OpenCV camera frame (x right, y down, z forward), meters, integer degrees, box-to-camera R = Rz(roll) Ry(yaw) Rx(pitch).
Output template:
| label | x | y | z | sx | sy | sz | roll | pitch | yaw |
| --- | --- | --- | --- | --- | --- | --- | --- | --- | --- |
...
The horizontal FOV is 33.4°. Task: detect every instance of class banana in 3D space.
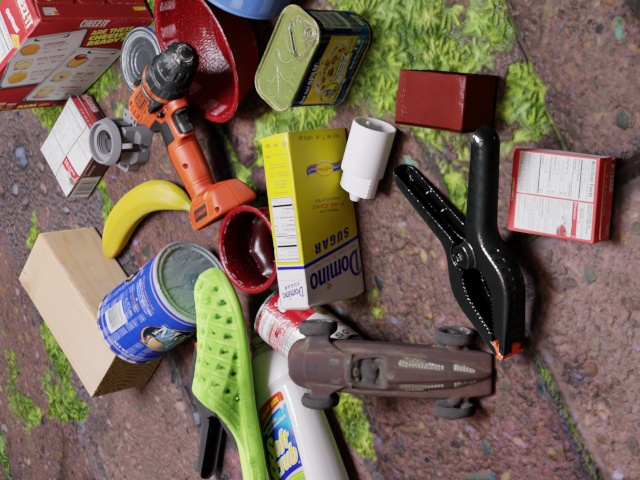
| label | x | y | z | sx | sy | sz | roll | pitch | yaw |
| --- | --- | --- | --- | --- | --- | --- | --- | --- | --- |
| banana | -0.224 | -0.032 | 1.331 | 0.198 | 0.037 | 0.069 | -21 | 81 | 44 |

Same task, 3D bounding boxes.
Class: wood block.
| label | x | y | z | sx | sy | sz | roll | pitch | yaw |
| --- | --- | --- | --- | --- | --- | --- | --- | --- | --- |
| wood block | -0.294 | 0.090 | 1.385 | 0.206 | 0.090 | 0.091 | 51 | 128 | 25 |

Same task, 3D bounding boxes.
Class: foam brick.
| label | x | y | z | sx | sy | sz | roll | pitch | yaw |
| --- | --- | --- | --- | --- | --- | --- | --- | --- | --- |
| foam brick | 0.115 | -0.129 | 0.978 | 0.078 | 0.052 | 0.051 | 14 | 107 | 41 |

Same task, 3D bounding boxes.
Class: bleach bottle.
| label | x | y | z | sx | sy | sz | roll | pitch | yaw |
| --- | --- | --- | --- | --- | --- | --- | --- | --- | --- |
| bleach bottle | -0.030 | 0.218 | 1.174 | 0.103 | 0.067 | 0.251 | -33 | 71 | 48 |

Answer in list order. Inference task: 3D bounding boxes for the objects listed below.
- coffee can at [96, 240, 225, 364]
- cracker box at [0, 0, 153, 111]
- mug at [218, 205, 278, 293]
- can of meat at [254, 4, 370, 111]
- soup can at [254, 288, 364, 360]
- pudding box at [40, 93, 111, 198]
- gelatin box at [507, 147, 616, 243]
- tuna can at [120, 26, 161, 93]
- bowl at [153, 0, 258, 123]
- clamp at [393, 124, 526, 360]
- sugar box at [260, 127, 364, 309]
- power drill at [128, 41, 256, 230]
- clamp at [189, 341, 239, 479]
| label | x | y | z | sx | sy | sz | roll | pitch | yaw |
| --- | --- | --- | --- | --- | --- | --- | --- | --- | --- |
| coffee can | -0.187 | 0.076 | 1.270 | 0.141 | 0.102 | 0.103 | -35 | 74 | 42 |
| cracker box | -0.334 | -0.241 | 1.312 | 0.214 | 0.163 | 0.072 | -35 | 75 | 42 |
| mug | -0.058 | 0.001 | 1.146 | 0.117 | 0.081 | 0.093 | 19 | 110 | 40 |
| can of meat | -0.005 | -0.181 | 1.062 | 0.057 | 0.083 | 0.102 | 45 | 125 | 29 |
| soup can | -0.011 | 0.102 | 1.127 | 0.102 | 0.068 | 0.069 | 35 | 120 | 31 |
| pudding box | -0.318 | -0.123 | 1.405 | 0.114 | 0.039 | 0.090 | -48 | 64 | 36 |
| gelatin box | 0.208 | -0.040 | 0.920 | 0.089 | 0.030 | 0.073 | 12 | 104 | 43 |
| tuna can | -0.202 | -0.214 | 1.280 | 0.086 | 0.033 | 0.086 | 10 | 104 | 43 |
| bowl | -0.116 | -0.212 | 1.161 | 0.162 | 0.055 | 0.162 | 41 | 147 | 34 |
| clamp | 0.142 | 0.003 | 0.964 | 0.210 | 0.036 | 0.165 | 68 | 155 | 7 |
| sugar box | -0.006 | -0.023 | 1.086 | 0.048 | 0.093 | 0.176 | -7 | 93 | 42 |
| power drill | -0.141 | -0.113 | 1.174 | 0.187 | 0.057 | 0.185 | 64 | 157 | 1 |
| clamp | -0.126 | 0.207 | 1.280 | 0.120 | 0.039 | 0.171 | -29 | 71 | 38 |
